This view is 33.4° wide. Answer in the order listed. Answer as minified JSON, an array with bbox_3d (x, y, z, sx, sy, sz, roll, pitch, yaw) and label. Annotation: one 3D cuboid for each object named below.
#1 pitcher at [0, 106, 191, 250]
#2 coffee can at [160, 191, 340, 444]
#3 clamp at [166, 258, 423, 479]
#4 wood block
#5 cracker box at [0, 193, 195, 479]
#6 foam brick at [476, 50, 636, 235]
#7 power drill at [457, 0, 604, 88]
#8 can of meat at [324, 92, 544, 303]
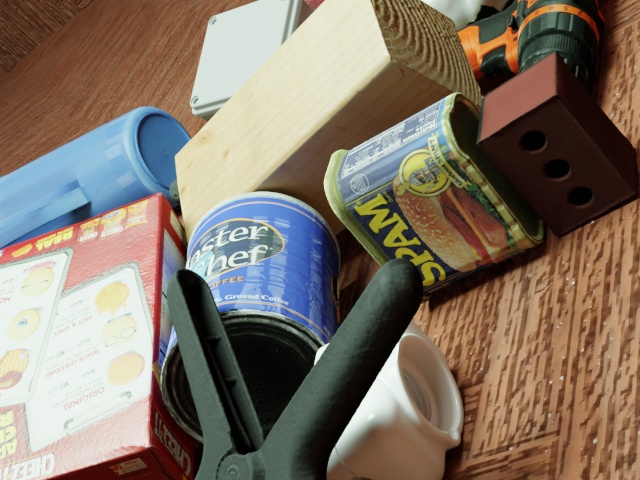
[{"bbox_3d":[-0.253,-0.046,1.145,0.243,0.144,0.149,-24,50,33],"label":"pitcher"},{"bbox_3d":[-0.038,0.047,0.656,0.103,0.102,0.140,-35,24,19],"label":"coffee can"},{"bbox_3d":[-0.034,0.105,0.503,0.165,0.036,0.210,6,83,47],"label":"clamp"},{"bbox_3d":[-0.001,-0.072,0.725,0.206,0.090,0.090,-40,46,32],"label":"wood block"},{"bbox_3d":[-0.164,0.084,0.687,0.164,0.072,0.213,-18,43,11],"label":"cracker box"},{"bbox_3d":[0.129,-0.052,0.583,0.053,0.078,0.051,-33,25,30],"label":"foam brick"},{"bbox_3d":[0.112,-0.116,0.756,0.188,0.057,0.184,-24,30,35],"label":"power drill"},{"bbox_3d":[0.067,-0.023,0.608,0.084,0.102,0.057,-27,27,30],"label":"can of meat"}]
